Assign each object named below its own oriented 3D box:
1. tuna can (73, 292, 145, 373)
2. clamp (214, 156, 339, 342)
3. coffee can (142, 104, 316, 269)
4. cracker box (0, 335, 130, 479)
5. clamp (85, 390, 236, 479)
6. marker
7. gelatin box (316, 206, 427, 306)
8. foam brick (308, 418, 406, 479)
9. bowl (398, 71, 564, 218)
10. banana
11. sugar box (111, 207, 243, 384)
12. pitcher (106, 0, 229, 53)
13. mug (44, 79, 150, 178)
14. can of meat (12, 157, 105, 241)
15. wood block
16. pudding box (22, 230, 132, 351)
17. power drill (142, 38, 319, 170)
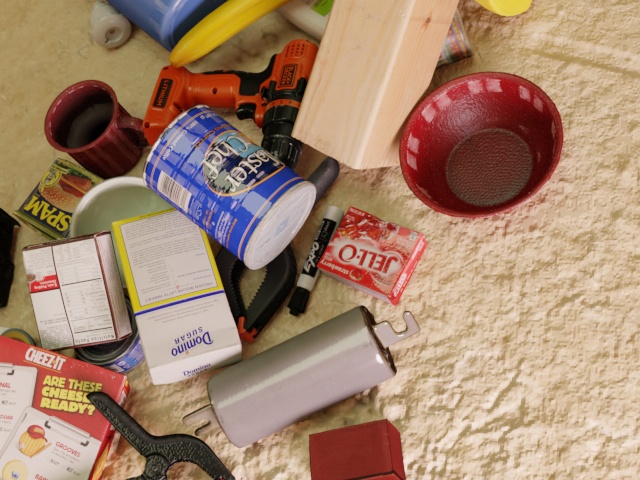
[{"bbox_3d":[-0.220,0.097,1.130,0.086,0.033,0.086,-8,64,17],"label":"tuna can"},{"bbox_3d":[-0.057,0.001,1.111,0.165,0.036,0.210,-10,62,17],"label":"clamp"},{"bbox_3d":[-0.090,-0.053,1.053,0.140,0.103,0.103,37,83,15],"label":"coffee can"},{"bbox_3d":[-0.301,0.215,1.057,0.164,0.072,0.213,18,71,0],"label":"cracker box"},{"bbox_3d":[-0.161,0.209,1.020,0.171,0.039,0.120,6,78,-5],"label":"clamp"},{"bbox_3d":[-0.005,0.021,1.093,0.020,0.020,0.121,15,72,26],"label":"marker"},{"bbox_3d":[0.052,0.015,1.068,0.089,0.030,0.073,23,76,28],"label":"gelatin box"},{"bbox_3d":[0.034,0.201,0.976,0.078,0.053,0.051,-14,63,13],"label":"foam brick"},{"bbox_3d":[0.162,-0.085,1.057,0.162,0.055,0.162,-8,64,17],"label":"bowl"},{"bbox_3d":[-0.082,-0.253,1.171,0.198,0.037,0.069,-26,19,21],"label":"banana"},{"bbox_3d":[-0.144,0.051,1.064,0.093,0.048,0.176,-14,61,-9],"label":"sugar box"},{"bbox_3d":[-0.202,-0.331,1.276,0.243,0.144,0.149,44,98,27],"label":"pitcher"},{"bbox_3d":[-0.242,-0.123,1.212,0.117,0.081,0.093,-1,66,20],"label":"mug"},{"bbox_3d":[-0.281,-0.037,1.202,0.102,0.057,0.084,27,76,29],"label":"can of meat"},{"bbox_3d":[0.058,-0.184,1.066,0.090,0.090,0.206,30,112,29],"label":"wood block"},{"bbox_3d":[-0.250,0.052,1.092,0.090,0.039,0.113,-10,96,15],"label":"pudding box"},{"bbox_3d":[-0.096,-0.138,1.165,0.188,0.057,0.184,-1,52,18],"label":"power drill"}]
